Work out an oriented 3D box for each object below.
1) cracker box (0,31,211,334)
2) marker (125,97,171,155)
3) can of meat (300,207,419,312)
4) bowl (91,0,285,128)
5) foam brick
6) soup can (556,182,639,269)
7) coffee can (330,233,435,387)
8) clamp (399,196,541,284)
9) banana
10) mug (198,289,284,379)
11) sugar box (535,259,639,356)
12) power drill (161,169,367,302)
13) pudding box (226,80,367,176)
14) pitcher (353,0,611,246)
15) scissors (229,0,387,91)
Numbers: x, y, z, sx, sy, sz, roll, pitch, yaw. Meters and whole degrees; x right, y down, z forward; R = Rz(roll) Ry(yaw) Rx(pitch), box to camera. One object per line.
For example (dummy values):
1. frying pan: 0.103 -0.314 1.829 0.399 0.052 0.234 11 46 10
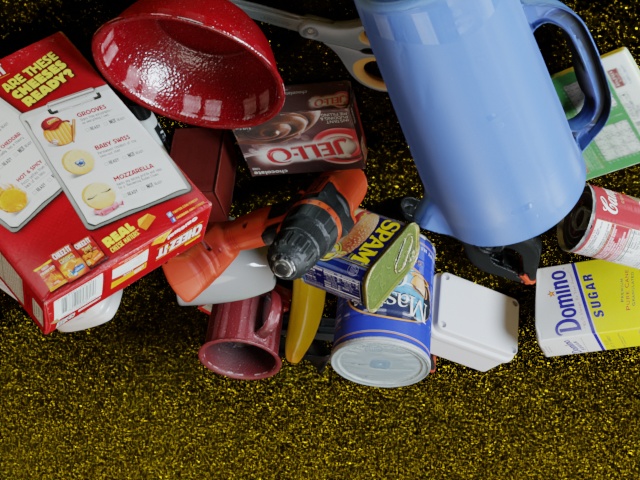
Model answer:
1. cracker box: -0.221 -0.051 0.884 0.214 0.164 0.072 47 150 15
2. marker: -0.157 -0.099 1.018 0.020 0.020 0.121 -2 146 14
3. can of meat: 0.038 0.014 1.062 0.084 0.102 0.057 20 137 28
4. bowl: -0.102 -0.156 0.873 0.162 0.055 0.162 12 156 5
5. foam brick: -0.113 -0.062 1.014 0.051 0.078 0.053 -2 147 10
6. soup can: 0.289 -0.010 1.026 0.102 0.068 0.069 14 147 -12
7. coffee can: 0.068 0.070 1.125 0.103 0.140 0.103 5 147 3
8. clamp: 0.161 -0.008 1.083 0.120 0.039 0.171 -8 138 33
9. banana: -0.021 0.052 1.174 0.037 0.069 0.198 30 144 29
10. mug: -0.079 0.094 1.189 0.093 0.081 0.117 23 143 -22
11. sugar box: 0.314 0.063 1.112 0.176 0.093 0.048 -10 143 24
12. power drill: -0.057 0.001 1.008 0.188 0.184 0.057 -18 108 30
13. pudding box: -0.019 -0.100 0.971 0.113 0.039 0.090 -1 147 13
14. pitcher: 0.123 -0.125 0.823 0.145 0.149 0.242 5 142 33
15. scissors: 0.000 -0.164 0.891 0.202 0.016 0.096 5 147 3
